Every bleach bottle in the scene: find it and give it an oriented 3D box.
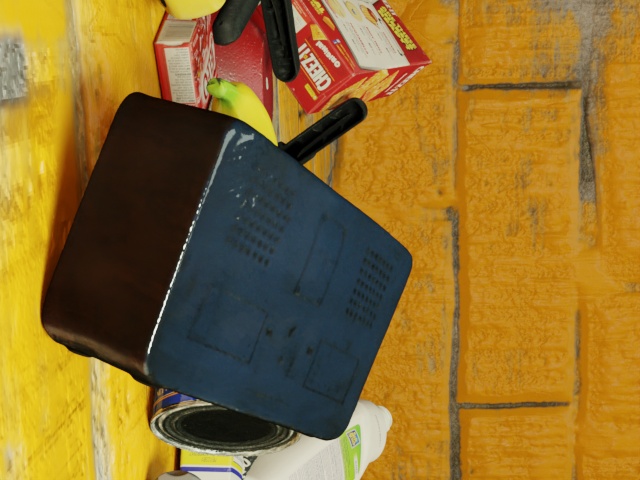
[{"bbox_3d":[-0.003,0.224,1.037,0.250,0.068,0.102,-21,112,-55],"label":"bleach bottle"}]

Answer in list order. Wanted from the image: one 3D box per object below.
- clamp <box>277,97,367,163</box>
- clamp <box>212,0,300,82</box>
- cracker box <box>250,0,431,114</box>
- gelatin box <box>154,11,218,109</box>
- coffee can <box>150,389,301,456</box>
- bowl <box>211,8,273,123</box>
[{"bbox_3d":[-0.033,-0.083,1.067,0.036,0.164,0.210,59,-3,-1],"label":"clamp"},{"bbox_3d":[-0.041,-0.219,0.894,0.120,0.039,0.171,40,59,-64],"label":"clamp"},{"bbox_3d":[0.008,-0.218,1.077,0.164,0.072,0.213,55,27,5],"label":"cracker box"},{"bbox_3d":[-0.097,-0.134,0.794,0.089,0.030,0.073,-85,173,-53],"label":"gelatin box"},{"bbox_3d":[-0.061,0.068,0.749,0.103,0.103,0.140,82,8,-60],"label":"coffee can"},{"bbox_3d":[-0.074,-0.139,0.959,0.162,0.055,0.162,-1,89,-87],"label":"bowl"}]
